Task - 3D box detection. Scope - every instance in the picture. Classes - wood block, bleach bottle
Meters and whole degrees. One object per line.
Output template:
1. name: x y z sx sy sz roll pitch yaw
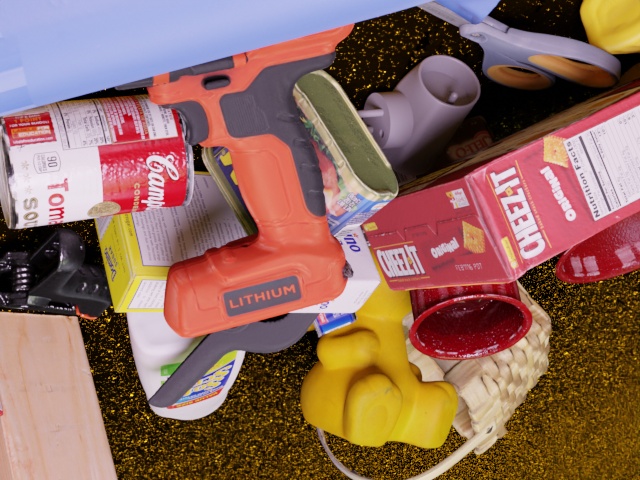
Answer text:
1. wood block: -0.219 0.167 0.805 0.090 0.206 0.091 8 143 -45
2. bleach bottle: -0.109 0.105 0.936 0.102 0.068 0.251 -15 157 -10

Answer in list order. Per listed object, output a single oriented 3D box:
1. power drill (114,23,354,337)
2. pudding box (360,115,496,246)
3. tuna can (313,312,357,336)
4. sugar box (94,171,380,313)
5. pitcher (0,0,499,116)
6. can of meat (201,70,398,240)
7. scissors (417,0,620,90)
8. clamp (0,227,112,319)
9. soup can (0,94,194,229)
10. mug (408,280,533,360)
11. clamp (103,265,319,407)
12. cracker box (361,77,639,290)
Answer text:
1. power drill: -0.062 -0.045 0.561 0.184 0.057 0.188 -13 116 -10
2. pudding box: 0.073 -0.041 0.799 0.113 0.039 0.090 -17 156 -5
3. tuna can: -0.002 0.029 0.832 0.033 0.086 0.086 -21 155 -1
4. sugar box: -0.055 0.001 0.704 0.175 0.093 0.048 5 140 -31
5. pitcher: -0.048 -0.143 0.422 0.243 0.149 0.145 -17 170 2
6. can of meat: -0.011 -0.044 0.658 0.084 0.102 0.057 -39 165 29
7. scissors: 0.093 -0.126 0.661 0.201 0.016 0.096 14 171 -21
8. clamp: -0.186 0.025 0.696 0.165 0.036 0.209 -3 168 20
9. soup can: -0.130 -0.046 0.606 0.102 0.068 0.069 -9 153 -21
10. mug: 0.109 0.041 0.829 0.093 0.081 0.117 -5 144 -1
11. clamp: -0.067 0.059 0.781 0.171 0.120 0.039 -6 -163 9
12. cracker box: 0.152 -0.040 0.676 0.213 0.072 0.164 -26 -176 -20
